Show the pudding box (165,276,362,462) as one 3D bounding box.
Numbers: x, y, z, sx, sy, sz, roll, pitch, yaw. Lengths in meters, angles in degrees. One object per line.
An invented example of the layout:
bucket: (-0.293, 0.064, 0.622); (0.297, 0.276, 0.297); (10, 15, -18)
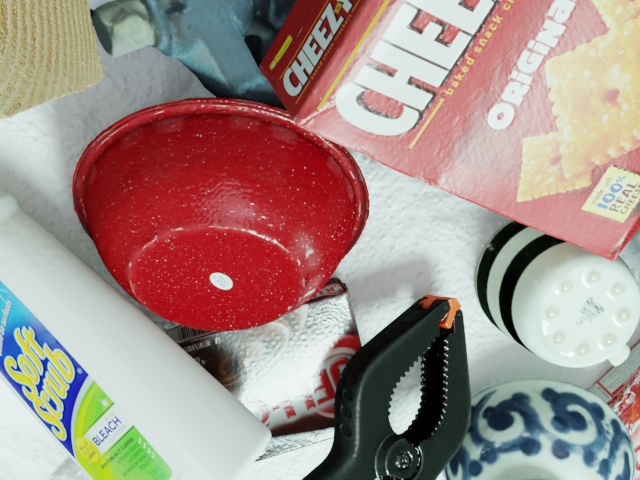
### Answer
pudding box: (-0.028, 0.081, 0.643); (0.113, 0.039, 0.090); (-16, 108, -4)

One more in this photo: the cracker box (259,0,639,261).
cracker box: (0.105, -0.097, 0.517); (0.213, 0.072, 0.164); (20, 115, -31)

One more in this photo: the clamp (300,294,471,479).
clamp: (0.029, 0.127, 0.619); (0.164, 0.036, 0.210); (21, 81, -32)

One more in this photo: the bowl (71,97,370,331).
bowl: (-0.054, 0.001, 0.566); (0.162, 0.055, 0.162); (0, 141, 0)

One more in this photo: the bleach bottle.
bleach bottle: (-0.147, 0.053, 0.586); (0.251, 0.068, 0.103); (44, 133, 0)
